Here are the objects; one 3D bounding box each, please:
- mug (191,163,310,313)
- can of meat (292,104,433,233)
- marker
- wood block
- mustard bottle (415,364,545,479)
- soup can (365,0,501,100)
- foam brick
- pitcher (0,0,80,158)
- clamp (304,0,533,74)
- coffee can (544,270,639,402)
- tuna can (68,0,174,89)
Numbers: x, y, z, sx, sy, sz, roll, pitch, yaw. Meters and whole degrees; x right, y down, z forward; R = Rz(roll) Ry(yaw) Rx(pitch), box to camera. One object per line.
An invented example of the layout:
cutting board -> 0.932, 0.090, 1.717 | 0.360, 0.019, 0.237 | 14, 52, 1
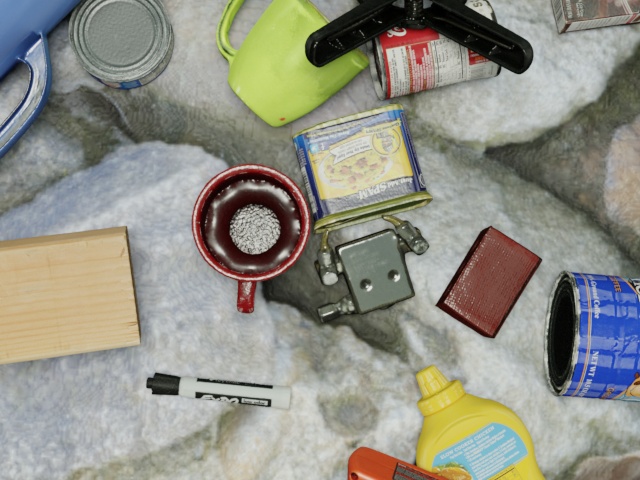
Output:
mug -> -0.056, 0.001, 0.870 | 0.093, 0.081, 0.117 | 2, 86, -1
can of meat -> 0.033, -0.060, 0.890 | 0.102, 0.057, 0.084 | -15, 84, -3
marker -> -0.085, 0.125, 0.892 | 0.121, 0.020, 0.020 | 7, 86, -1
wood block -> -0.250, 0.047, 0.843 | 0.206, 0.090, 0.091 | -7, 96, -9
mustard bottle -> 0.133, 0.189, 0.872 | 0.096, 0.058, 0.191 | -30, 87, 2
soup can -> 0.094, -0.160, 0.892 | 0.102, 0.068, 0.068 | -11, 86, -3
foam brick -> 0.138, 0.036, 0.887 | 0.051, 0.053, 0.078 | 32, 85, 1
pitcher -> -0.286, -0.167, 0.848 | 0.243, 0.149, 0.145 | -42, 46, -1
clamp -> 0.083, -0.184, 0.838 | 0.164, 0.210, 0.036 | 7, 126, 5
coffee can -> 0.262, 0.081, 0.861 | 0.140, 0.103, 0.103 | 5, 86, -1
tuna can -> -0.168, -0.173, 0.905 | 0.086, 0.034, 0.086 | 0, 86, -1
